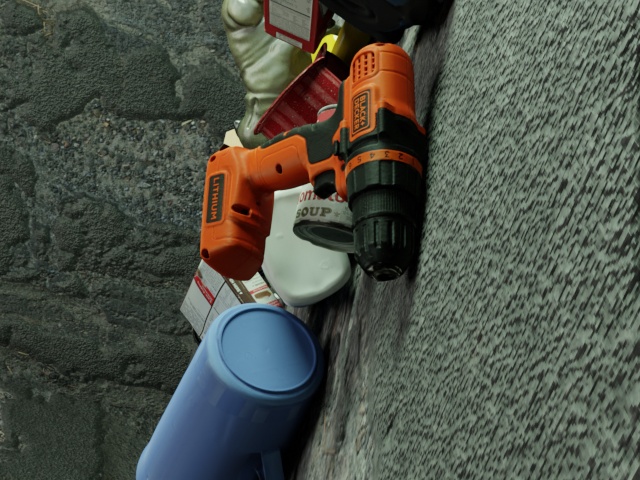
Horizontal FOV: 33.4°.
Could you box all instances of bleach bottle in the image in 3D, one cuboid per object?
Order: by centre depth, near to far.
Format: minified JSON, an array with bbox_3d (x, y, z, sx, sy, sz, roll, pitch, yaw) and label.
[{"bbox_3d":[-0.023,0.024,1.004,0.251,0.068,0.102,99,146,-79],"label":"bleach bottle"}]

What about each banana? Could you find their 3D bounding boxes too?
[{"bbox_3d":[0.025,-0.206,1.232,0.198,0.037,0.069,117,164,-59],"label":"banana"}]

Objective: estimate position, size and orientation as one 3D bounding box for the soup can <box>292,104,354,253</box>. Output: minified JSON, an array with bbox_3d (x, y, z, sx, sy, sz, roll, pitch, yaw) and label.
[{"bbox_3d":[0.020,-0.048,0.851,0.068,0.068,0.102,129,155,-73],"label":"soup can"}]

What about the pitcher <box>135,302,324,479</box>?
[{"bbox_3d":[-0.078,0.177,0.986,0.144,0.149,0.243,-62,-1,-45],"label":"pitcher"}]

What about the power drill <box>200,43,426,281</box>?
[{"bbox_3d":[-0.005,-0.034,0.772,0.188,0.057,0.184,-23,51,36],"label":"power drill"}]

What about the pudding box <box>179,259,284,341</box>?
[{"bbox_3d":[-0.089,0.067,1.039,0.090,0.039,0.114,53,144,18],"label":"pudding box"}]

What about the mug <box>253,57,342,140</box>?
[{"bbox_3d":[-0.005,-0.096,0.962,0.093,0.081,0.117,-47,0,-41],"label":"mug"}]

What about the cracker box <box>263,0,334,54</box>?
[{"bbox_3d":[0.000,-0.312,1.091,0.214,0.072,0.164,99,-165,-77],"label":"cracker box"}]
